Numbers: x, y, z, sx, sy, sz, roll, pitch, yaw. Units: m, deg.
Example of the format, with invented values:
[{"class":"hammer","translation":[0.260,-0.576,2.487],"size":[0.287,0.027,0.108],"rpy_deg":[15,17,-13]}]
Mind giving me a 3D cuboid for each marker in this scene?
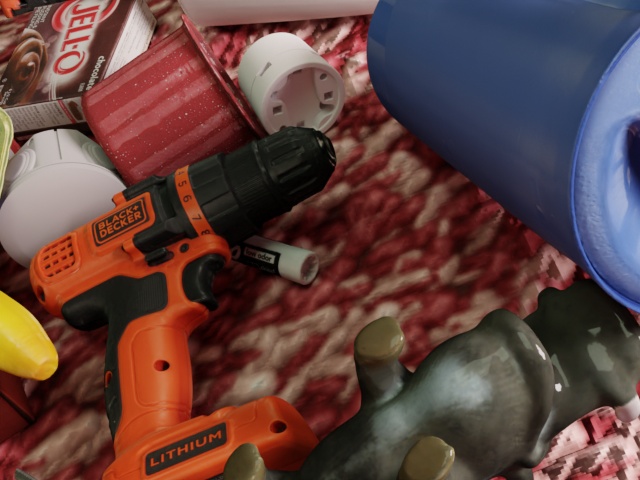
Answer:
[{"class":"marker","translation":[-0.054,0.001,0.616],"size":[0.121,0.020,0.020],"rpy_deg":[17,63,34]}]

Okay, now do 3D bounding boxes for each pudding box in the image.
[{"class":"pudding box","translation":[-0.173,-0.125,0.754],"size":[0.090,0.039,0.113],"rpy_deg":[-6,52,22]}]

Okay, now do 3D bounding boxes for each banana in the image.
[{"class":"banana","translation":[-0.222,0.048,0.576],"size":[0.198,0.037,0.069],"rpy_deg":[-8,76,21]}]

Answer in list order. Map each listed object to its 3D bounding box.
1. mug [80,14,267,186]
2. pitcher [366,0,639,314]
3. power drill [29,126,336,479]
[{"class":"mug","translation":[-0.091,-0.078,0.658],"size":[0.081,0.093,0.117],"rpy_deg":[-33,17,3]},{"class":"pitcher","translation":[0.109,-0.079,0.485],"size":[0.149,0.144,0.243],"rpy_deg":[-66,27,12]},{"class":"power drill","translation":[-0.057,0.041,0.547],"size":[0.184,0.057,0.188],"rpy_deg":[-27,52,11]}]
